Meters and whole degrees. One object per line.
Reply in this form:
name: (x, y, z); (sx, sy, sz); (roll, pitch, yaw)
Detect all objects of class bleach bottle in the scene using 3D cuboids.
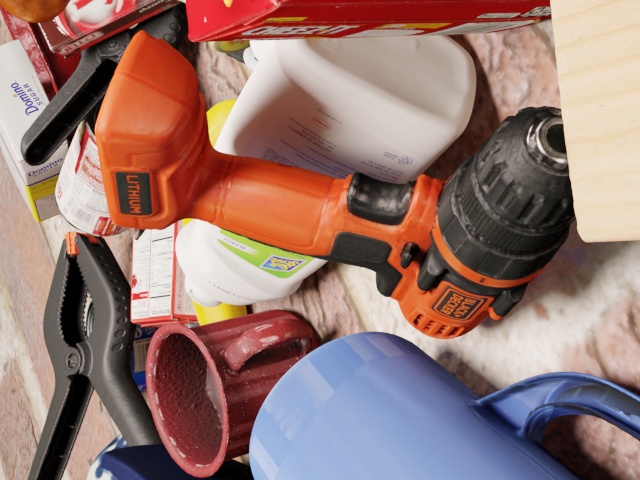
bleach bottle: (-0.024, -0.030, 0.576); (0.251, 0.102, 0.068); (-45, 24, 51)

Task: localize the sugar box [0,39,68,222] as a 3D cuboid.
sugar box: (-0.237, -0.084, 0.870); (0.093, 0.048, 0.176); (63, 162, 7)

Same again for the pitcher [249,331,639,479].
pitcher: (0.074, 0.133, 0.455); (0.243, 0.149, 0.145); (42, 147, 48)

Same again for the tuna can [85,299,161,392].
tuna can: (-0.158, 0.082, 0.859); (0.086, 0.033, 0.086); (18, 112, 53)

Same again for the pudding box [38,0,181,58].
pudding box: (-0.152, -0.187, 0.687); (0.039, 0.090, 0.113); (37, -152, -86)

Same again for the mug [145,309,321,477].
mug: (-0.044, 0.081, 0.642); (0.093, 0.081, 0.117); (60, 140, 24)

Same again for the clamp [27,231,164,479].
clamp: (-0.180, 0.099, 0.813); (0.165, 0.036, 0.210); (-25, 69, 35)

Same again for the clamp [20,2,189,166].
clamp: (-0.141, -0.120, 0.722); (0.039, 0.120, 0.171); (56, -145, -66)

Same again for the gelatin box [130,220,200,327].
gelatin box: (-0.107, 0.016, 0.759); (0.073, 0.030, 0.089); (-11, 77, 57)

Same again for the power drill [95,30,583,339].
power drill: (0.005, -0.022, 0.440); (0.184, 0.187, 0.057); (109, -179, -66)

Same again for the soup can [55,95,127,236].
soup can: (-0.153, -0.057, 0.789); (0.102, 0.068, 0.068); (-54, 54, 47)

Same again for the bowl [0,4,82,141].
bowl: (-0.203, -0.161, 0.823); (0.162, 0.055, 0.162); (57, 165, 25)
